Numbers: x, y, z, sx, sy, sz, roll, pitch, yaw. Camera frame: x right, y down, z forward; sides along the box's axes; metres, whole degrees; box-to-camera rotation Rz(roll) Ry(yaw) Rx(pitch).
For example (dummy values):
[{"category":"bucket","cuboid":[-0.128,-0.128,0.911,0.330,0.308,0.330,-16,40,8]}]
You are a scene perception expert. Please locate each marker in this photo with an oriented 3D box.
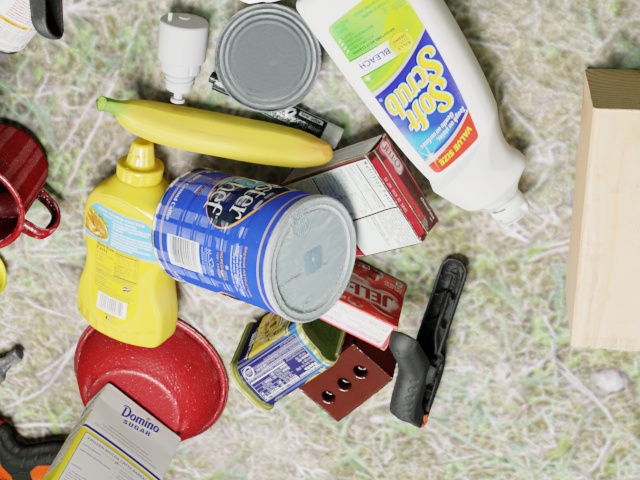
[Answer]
[{"category":"marker","cuboid":[-0.038,-0.112,0.897,0.121,0.020,0.020,26,120,-2]}]

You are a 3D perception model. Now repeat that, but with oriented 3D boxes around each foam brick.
[{"category":"foam brick","cuboid":[0.026,0.119,0.991,0.053,0.051,0.078,41,118,-11]}]

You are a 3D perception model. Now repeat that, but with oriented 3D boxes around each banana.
[{"category":"banana","cuboid":[-0.086,-0.087,0.893,0.198,0.069,0.037,11,101,3]}]

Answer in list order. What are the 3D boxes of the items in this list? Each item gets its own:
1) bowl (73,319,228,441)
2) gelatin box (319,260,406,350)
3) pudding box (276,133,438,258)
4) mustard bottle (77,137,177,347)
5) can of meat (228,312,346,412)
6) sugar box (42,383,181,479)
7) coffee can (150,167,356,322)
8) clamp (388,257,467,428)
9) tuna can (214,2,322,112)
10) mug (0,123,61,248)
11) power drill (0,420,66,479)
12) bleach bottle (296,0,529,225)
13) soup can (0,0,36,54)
[{"category":"bowl","cuboid":[-0.175,0.149,1.047,0.162,0.055,0.162,5,120,9]},{"category":"gelatin box","cuboid":[0.029,0.048,0.939,0.089,0.073,0.030,26,120,-3]},{"category":"pudding box","cuboid":[0.030,-0.032,0.894,0.114,0.039,0.090,-15,115,43]},{"category":"mustard bottle","cuboid":[-0.168,-0.002,0.959,0.096,0.058,0.192,23,122,21]},{"category":"can of meat","cuboid":[-0.026,0.093,0.960,0.084,0.102,0.057,-36,105,24]},{"category":"sugar box","cuboid":[-0.195,0.216,0.953,0.093,0.176,0.048,40,117,-11]},{"category":"coffee can","cuboid":[-0.056,0.001,0.881,0.141,0.102,0.103,15,126,40]},{"category":"clamp","cuboid":[0.085,0.109,0.940,0.039,0.120,0.171,24,127,27]},{"category":"tuna can","cuboid":[-0.041,-0.148,0.858,0.086,0.033,0.086,1,105,4]},{"category":"mug","cuboid":[-0.282,-0.045,0.945,0.117,0.081,0.093,33,123,-13]},{"category":"power drill","cuboid":[-0.288,0.265,1.132,0.188,0.057,0.184,1,118,11]},{"category":"bleach bottle","cuboid":[0.093,-0.117,0.843,0.103,0.068,0.250,-31,111,25]},{"category":"soup can","cuboid":[-0.239,-0.208,0.858,0.068,0.068,0.102,43,118,-12]}]
